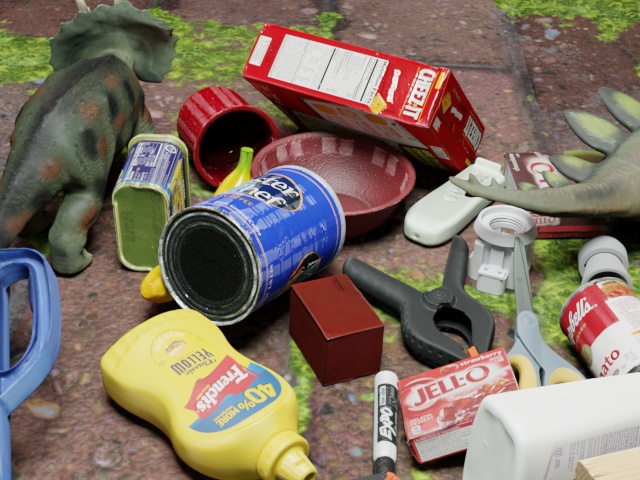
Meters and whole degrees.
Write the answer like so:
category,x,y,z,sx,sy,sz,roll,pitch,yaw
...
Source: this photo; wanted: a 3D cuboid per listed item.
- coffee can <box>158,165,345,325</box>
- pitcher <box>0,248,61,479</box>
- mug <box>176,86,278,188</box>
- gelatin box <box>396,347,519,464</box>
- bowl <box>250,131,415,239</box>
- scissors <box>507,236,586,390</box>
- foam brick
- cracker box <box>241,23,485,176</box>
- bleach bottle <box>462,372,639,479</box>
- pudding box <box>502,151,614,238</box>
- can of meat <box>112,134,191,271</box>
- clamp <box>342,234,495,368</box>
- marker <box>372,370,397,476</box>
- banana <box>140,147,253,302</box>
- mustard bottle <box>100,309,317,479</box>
category,x,y,z,sx,sy,sz,roll,pitch,yaw
coffee can,-0.056,0.001,0.915,0.103,0.103,0.140,20,26,25
pitcher,-0.271,0.103,0.753,0.144,0.149,0.243,17,29,-31
mug,-0.092,-0.108,1.123,0.117,0.093,0.082,19,17,-34
gelatin box,0.105,0.123,0.800,0.089,0.030,0.073,-18,28,7
bowl,0.011,-0.047,1.055,0.162,0.055,0.162,1,34,-1
scissors,0.187,0.080,0.875,0.096,0.016,0.201,17,50,8
foam brick,0.012,0.073,0.881,0.053,0.051,0.078,-11,36,-20
cracker box,0.049,-0.146,1.113,0.214,0.072,0.164,19,-7,24
bleach bottle,0.230,0.143,0.765,0.250,0.103,0.068,-5,30,-21
pudding box,0.239,-0.047,1.081,0.090,0.039,0.113,-1,35,-4
can of meat,-0.156,-0.033,0.987,0.057,0.102,0.084,3,36,3
clamp,0.107,0.054,0.924,0.120,0.039,0.172,-23,46,-17
marker,0.049,0.145,0.805,0.020,0.020,0.121,4,34,2
banana,-0.110,-0.002,0.970,0.037,0.069,0.197,9,47,22
mustard bottle,-0.073,0.125,0.794,0.096,0.058,0.192,-27,44,-34
